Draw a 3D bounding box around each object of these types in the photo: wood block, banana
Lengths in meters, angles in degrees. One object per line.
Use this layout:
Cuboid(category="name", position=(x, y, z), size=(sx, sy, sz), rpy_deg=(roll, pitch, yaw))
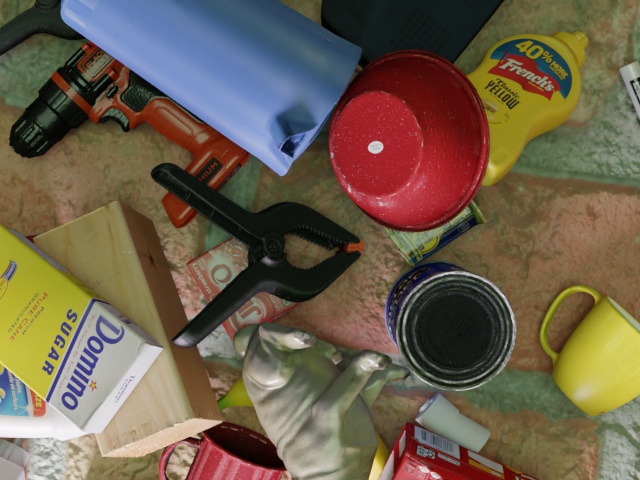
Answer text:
Cuboid(category="wood block", position=(-0.172, 0.082, 0.961), size=(0.090, 0.090, 0.206), rpy_deg=(-24, 74, 7))
Cuboid(category="banana", position=(-0.006, 0.172, 1.025), size=(0.198, 0.037, 0.070), rpy_deg=(25, 107, 0))

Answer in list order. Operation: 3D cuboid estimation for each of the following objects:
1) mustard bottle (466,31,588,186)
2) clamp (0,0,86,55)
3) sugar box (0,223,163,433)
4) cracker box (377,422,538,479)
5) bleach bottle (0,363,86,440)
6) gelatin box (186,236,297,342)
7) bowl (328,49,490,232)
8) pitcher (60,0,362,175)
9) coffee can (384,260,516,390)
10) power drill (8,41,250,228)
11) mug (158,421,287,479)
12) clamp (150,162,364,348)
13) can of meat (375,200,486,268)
Cuboid(category="mustard bottle", position=(0.182, -0.137, 0.979), size=(0.096, 0.058, 0.191), rpy_deg=(42, 64, 18))
Cuboid(category="clamp", position=(-0.264, -0.237, 1.007), size=(0.171, 0.039, 0.120), rpy_deg=(-12, 97, -6))
Cuboid(category="sugar box", position=(-0.230, 0.073, 0.901), size=(0.176, 0.048, 0.093), rpy_deg=(35, 88, 17))
Cuboid(category="cracker box", position=(0.110, 0.300, 0.990), size=(0.164, 0.072, 0.214), rpy_deg=(24, 105, -1))
Cuboid(category="bleach bottle", position=(-0.304, 0.133, 1.005), size=(0.250, 0.068, 0.102), rpy_deg=(5, 66, -6))
Cuboid(category="gelatin box", position=(-0.074, 0.042, 1.021), size=(0.073, 0.030, 0.089), rpy_deg=(-30, 92, 1))
Cuboid(category="bowl", position=(0.063, -0.084, 0.924), size=(0.162, 0.055, 0.162), rpy_deg=(6, 100, 36))
Cuboid(category="pitcher", position=(-0.094, -0.178, 0.933), size=(0.242, 0.149, 0.145), rpy_deg=(32, 80, -9))
Cuboid(category="coffee can", position=(0.114, 0.073, 0.967), size=(0.103, 0.140, 0.103), rpy_deg=(0, 92, 0))
Cuboid(category="power drill", position=(-0.174, -0.101, 1.002), size=(0.187, 0.057, 0.184), rpy_deg=(44, 91, -2))
Cuboid(category="mug", position=(-0.095, 0.222, 0.997), size=(0.117, 0.093, 0.081), rpy_deg=(22, 97, -13))
Cuboid(category="clamp", position=(-0.056, 0.001, 0.970), size=(0.209, 0.036, 0.164), rpy_deg=(-9, 80, -33))
Cuboid(category="can of meat", position=(0.092, -0.036, 1.006), size=(0.084, 0.057, 0.102), rpy_deg=(-34, 91, 4))
